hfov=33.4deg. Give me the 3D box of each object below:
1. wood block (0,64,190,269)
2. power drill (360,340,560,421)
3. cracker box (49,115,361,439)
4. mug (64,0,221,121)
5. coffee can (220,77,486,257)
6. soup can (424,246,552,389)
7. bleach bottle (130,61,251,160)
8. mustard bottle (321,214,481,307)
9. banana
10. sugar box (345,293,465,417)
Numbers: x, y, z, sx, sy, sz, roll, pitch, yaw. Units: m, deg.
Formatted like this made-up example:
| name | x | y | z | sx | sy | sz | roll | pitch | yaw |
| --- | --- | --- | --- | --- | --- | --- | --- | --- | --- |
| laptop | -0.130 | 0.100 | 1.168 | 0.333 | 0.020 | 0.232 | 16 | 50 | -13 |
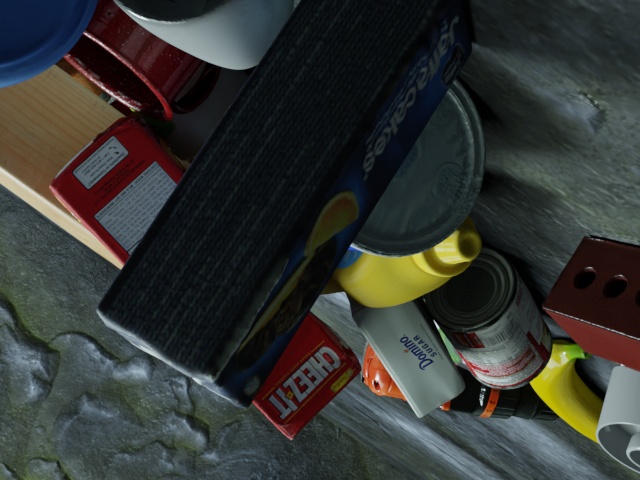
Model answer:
| name | x | y | z | sx | sy | sz | roll | pitch | yaw |
| --- | --- | --- | --- | --- | --- | --- | --- | --- | --- |
| wood block | -0.193 | -0.064 | 0.820 | 0.206 | 0.090 | 0.090 | 37 | 168 | -7 |
| power drill | 0.121 | 0.127 | 0.997 | 0.184 | 0.057 | 0.188 | 13 | 175 | -8 |
| cracker box | -0.079 | 0.015 | 0.706 | 0.213 | 0.072 | 0.164 | 48 | 175 | -12 |
| mug | -0.095 | -0.123 | 0.625 | 0.093 | 0.081 | 0.117 | 24 | 164 | 40 |
| coffee can | 0.010 | -0.046 | 0.589 | 0.102 | 0.102 | 0.140 | 39 | 167 | -21 |
| soup can | 0.122 | 0.057 | 0.769 | 0.069 | 0.068 | 0.102 | 25 | 164 | 37 |
| bleach bottle | -0.160 | -0.159 | 0.712 | 0.250 | 0.068 | 0.103 | 40 | 167 | -14 |
| mustard bottle | 0.042 | -0.004 | 0.682 | 0.058 | 0.096 | 0.192 | 42 | 166 | -21 |
| banana | 0.213 | 0.129 | 0.878 | 0.070 | 0.037 | 0.197 | 25 | 164 | 40 |
| sugar box | 0.053 | 0.050 | 0.786 | 0.093 | 0.048 | 0.176 | 57 | -177 | -17 |
